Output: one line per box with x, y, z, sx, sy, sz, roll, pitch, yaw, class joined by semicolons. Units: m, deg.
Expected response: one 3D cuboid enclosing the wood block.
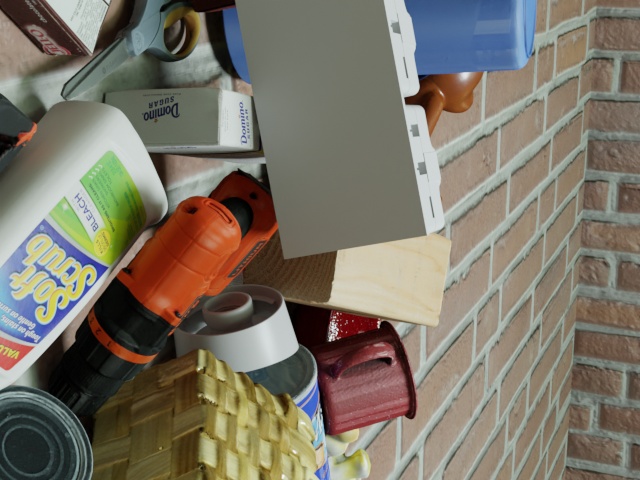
0.030;0.021;0.963;0.205;0.091;0.090;18;80;-58;wood block

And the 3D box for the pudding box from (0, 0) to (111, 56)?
-0.162;-0.176;0.634;0.113;0.039;0.090;55;45;-61;pudding box

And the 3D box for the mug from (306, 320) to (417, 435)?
0.034;0.122;0.951;0.117;0.081;0.093;103;-29;-64;mug

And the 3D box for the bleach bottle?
-0.181;0.032;0.615;0.250;0.068;0.102;-62;148;-37;bleach bottle

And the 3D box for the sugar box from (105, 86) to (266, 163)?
-0.074;-0.084;0.797;0.176;0.093;0.048;4;87;-68;sugar box

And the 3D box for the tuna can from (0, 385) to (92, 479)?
-0.177;0.128;0.623;0.086;0.034;0.086;30;38;-27;tuna can

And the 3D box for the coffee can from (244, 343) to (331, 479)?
-0.047;0.169;0.925;0.102;0.103;0.140;-54;144;-50;coffee can

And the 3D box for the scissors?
-0.129;-0.155;0.728;0.201;0.016;0.096;-39;127;-67;scissors

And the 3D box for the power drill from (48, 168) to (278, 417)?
-0.101;0.030;0.746;0.185;0.057;0.187;-47;-178;21;power drill

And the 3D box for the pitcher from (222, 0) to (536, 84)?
0.052;-0.189;0.881;0.149;0.243;0.145;-41;132;-68;pitcher

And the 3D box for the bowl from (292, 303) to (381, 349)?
0.012;0.097;1.109;0.162;0.055;0.162;7;90;-68;bowl
